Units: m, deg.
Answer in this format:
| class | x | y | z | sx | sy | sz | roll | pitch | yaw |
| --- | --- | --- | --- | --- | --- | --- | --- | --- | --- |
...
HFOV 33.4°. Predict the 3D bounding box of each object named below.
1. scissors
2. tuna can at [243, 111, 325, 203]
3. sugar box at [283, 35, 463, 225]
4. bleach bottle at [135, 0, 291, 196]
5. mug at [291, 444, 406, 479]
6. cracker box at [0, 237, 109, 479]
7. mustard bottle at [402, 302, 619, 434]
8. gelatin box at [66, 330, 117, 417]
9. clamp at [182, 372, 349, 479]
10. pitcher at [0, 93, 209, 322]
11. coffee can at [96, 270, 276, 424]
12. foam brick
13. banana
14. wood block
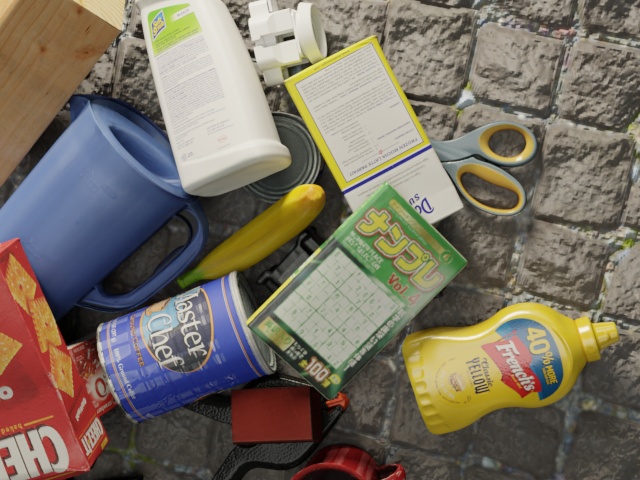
| class | x | y | z | sx | sy | sz | roll | pitch | yaw |
| --- | --- | --- | --- | --- | --- | --- | --- | --- | --- |
| scissors | 0.114 | -0.099 | 0.990 | 0.202 | 0.016 | 0.096 | 35 | 101 | 4 |
| tuna can | -0.039 | -0.079 | 1.011 | 0.086 | 0.033 | 0.086 | 1 | 97 | 10 |
| sugar box | 0.048 | -0.087 | 0.966 | 0.093 | 0.048 | 0.176 | -27 | 97 | 4 |
| bleach bottle | -0.109 | -0.173 | 0.980 | 0.103 | 0.068 | 0.251 | -20 | 79 | 23 |
| mug | 0.027 | 0.239 | 1.015 | 0.117 | 0.081 | 0.093 | -26 | 92 | 13 |
| cracker box | -0.311 | 0.126 | 0.961 | 0.164 | 0.072 | 0.213 | -18 | 103 | 10 |
| mustard bottle | 0.178 | 0.110 | 0.983 | 0.192 | 0.058 | 0.096 | -17 | 94 | 12 |
| gelatin box | -0.220 | 0.130 | 1.043 | 0.030 | 0.089 | 0.073 | -16 | 95 | 20 |
| clamp | -0.071 | 0.197 | 1.045 | 0.210 | 0.036 | 0.164 | -12 | 83 | 10 |
| pitcher | -0.232 | -0.004 | 1.012 | 0.243 | 0.144 | 0.149 | -44 | 48 | 16 |
| coffee can | -0.125 | 0.101 | 1.005 | 0.140 | 0.103 | 0.103 | -21 | 93 | 4 |
| foam brick | -0.041 | 0.164 | 0.996 | 0.078 | 0.053 | 0.051 | -4 | 80 | 10 |
| banana | -0.051 | -0.005 | 0.991 | 0.198 | 0.069 | 0.037 | -35 | 97 | 37 |
| wood block | -0.275 | -0.162 | 0.980 | 0.090 | 0.091 | 0.206 | 31 | 119 | -26 |
